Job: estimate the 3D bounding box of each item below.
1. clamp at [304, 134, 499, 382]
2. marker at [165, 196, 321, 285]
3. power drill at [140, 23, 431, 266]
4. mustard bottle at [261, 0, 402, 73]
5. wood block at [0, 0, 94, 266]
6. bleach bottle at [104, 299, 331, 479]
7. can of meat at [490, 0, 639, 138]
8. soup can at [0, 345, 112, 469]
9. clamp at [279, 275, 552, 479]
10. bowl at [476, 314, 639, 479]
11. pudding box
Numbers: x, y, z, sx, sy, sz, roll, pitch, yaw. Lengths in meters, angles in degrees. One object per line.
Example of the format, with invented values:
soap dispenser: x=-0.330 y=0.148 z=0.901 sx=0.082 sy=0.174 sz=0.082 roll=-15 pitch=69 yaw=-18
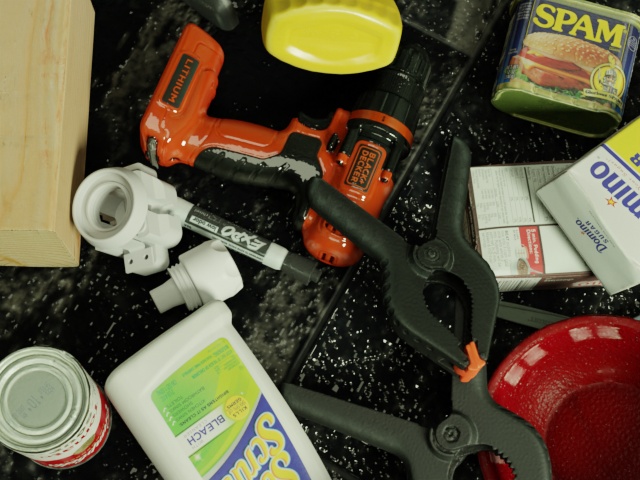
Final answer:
clamp: x=0.078 y=0.007 z=0.717 sx=0.120 sy=0.039 sz=0.171 roll=-27 pitch=74 yaw=-8
marker: x=-0.055 y=0.001 z=0.776 sx=0.121 sy=0.020 sz=0.020 roll=25 pitch=73 yaw=4
power drill: x=-0.024 y=-0.092 z=0.786 sx=0.187 sy=0.057 sz=0.184 roll=21 pitch=70 yaw=4
mustard bottle: x=0.001 y=-0.204 z=0.797 sx=0.096 sy=0.058 sz=0.191 roll=2 pitch=45 yaw=-10
wood block: x=-0.217 y=-0.092 z=0.758 sx=0.090 sy=0.091 sz=0.206 roll=1 pitch=74 yaw=-2
bleach bottle: x=-0.032 y=0.167 z=0.707 sx=0.102 sy=0.068 sz=0.251 roll=-36 pitch=82 yaw=-22
can of meat: x=0.186 y=-0.133 z=0.812 sx=0.102 sy=0.057 sz=0.084 roll=16 pitch=76 yaw=2
soup can: x=-0.176 y=0.110 z=0.693 sx=0.068 sy=0.102 sz=0.068 roll=1 pitch=73 yaw=-4
clamp: x=0.093 y=0.121 z=0.707 sx=0.164 sy=0.036 sz=0.210 roll=-42 pitch=65 yaw=-2
bowl: x=0.189 y=0.134 z=0.715 sx=0.162 sy=0.055 sz=0.162 roll=-8 pitch=69 yaw=21
pudding box: x=0.162 y=-0.011 z=0.783 sx=0.113 sy=0.039 sz=0.090 roll=-2 pitch=71 yaw=-7
